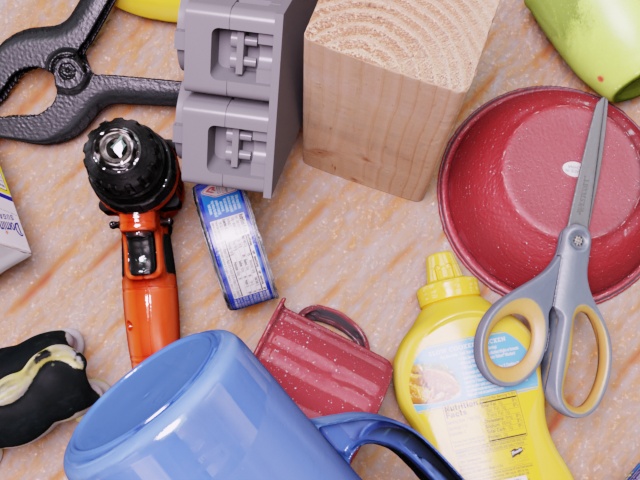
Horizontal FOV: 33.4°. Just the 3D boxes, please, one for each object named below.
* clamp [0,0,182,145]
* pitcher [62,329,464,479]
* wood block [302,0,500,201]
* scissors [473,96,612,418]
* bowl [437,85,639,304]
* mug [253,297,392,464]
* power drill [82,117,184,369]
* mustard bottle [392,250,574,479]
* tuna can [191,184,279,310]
[{"bbox_3d":[-0.166,-0.126,0.722,0.171,0.039,0.120,-18,91,0],"label":"clamp"},{"bbox_3d":[-0.012,0.161,0.559,0.145,0.149,0.242,-28,107,26],"label":"pitcher"},{"bbox_3d":[0.045,-0.103,0.646,0.090,0.206,0.091,20,76,4],"label":"wood block"},{"bbox_3d":[0.139,0.008,0.657,0.096,0.016,0.202,1,82,-13],"label":"scissors"},{"bbox_3d":[0.161,-0.037,0.710,0.162,0.055,0.162,0,76,-1],"label":"bowl"},{"bbox_3d":[-0.004,0.087,0.667,0.081,0.093,0.117,26,41,1],"label":"mug"},{"bbox_3d":[-0.104,0.027,0.635,0.057,0.184,0.187,-3,86,-1],"label":"power drill"},{"bbox_3d":[0.096,0.100,0.673,0.096,0.058,0.191,-12,77,-2],"label":"mustard bottle"},{"bbox_3d":[-0.054,0.001,0.682,0.033,0.086,0.086,-17,77,-3],"label":"tuna can"}]
